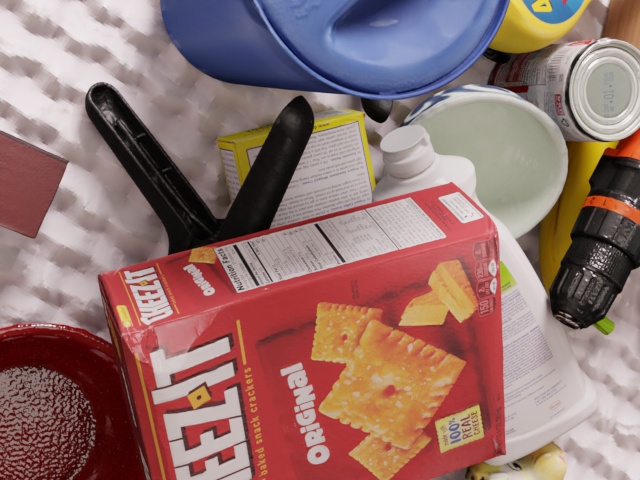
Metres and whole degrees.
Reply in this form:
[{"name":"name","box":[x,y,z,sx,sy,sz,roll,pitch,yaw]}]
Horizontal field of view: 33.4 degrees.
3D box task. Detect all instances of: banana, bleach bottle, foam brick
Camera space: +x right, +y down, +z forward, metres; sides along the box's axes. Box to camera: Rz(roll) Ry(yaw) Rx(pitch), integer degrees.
[{"name":"banana","box":[0.194,-0.029,0.781,0.069,0.037,0.198,1,98,-38]},{"name":"bleach bottle","box":[0.102,0.032,0.701,0.102,0.068,0.250,-29,121,-6]},{"name":"foam brick","box":[-0.194,-0.040,0.624,0.078,0.053,0.051,25,88,-22]}]

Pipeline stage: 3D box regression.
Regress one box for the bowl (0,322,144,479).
[{"name":"bowl","box":[-0.177,0.125,0.650,0.162,0.055,0.162,-3,98,-20]}]

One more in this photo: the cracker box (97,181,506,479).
[{"name":"cracker box","box":[-0.002,0.075,0.608,0.213,0.072,0.164,-15,121,-15]}]

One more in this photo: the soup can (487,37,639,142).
[{"name":"soup can","box":[0.167,-0.101,0.724,0.068,0.102,0.068,-2,97,-20]}]

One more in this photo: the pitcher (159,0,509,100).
[{"name":"pitcher","box":[0.000,-0.142,0.581,0.149,0.243,0.145,40,82,-20]}]

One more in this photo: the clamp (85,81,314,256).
[{"name":"clamp","box":[-0.054,0.001,0.645,0.036,0.165,0.210,-37,120,-45]}]

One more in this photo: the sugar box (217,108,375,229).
[{"name":"sugar box","box":[-0.003,0.008,0.706,0.093,0.048,0.176,-15,105,-18]}]
